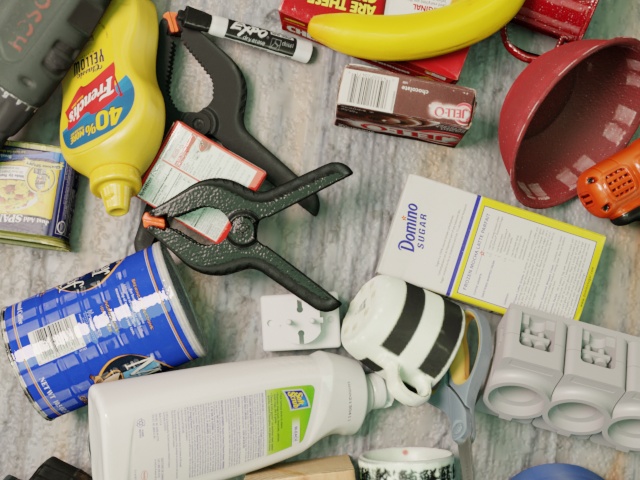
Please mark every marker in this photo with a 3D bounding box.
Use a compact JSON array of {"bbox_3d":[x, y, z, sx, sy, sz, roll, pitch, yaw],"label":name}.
[{"bbox_3d":[-0.065,-0.178,0.921,0.121,0.020,0.020,13,85,-20],"label":"marker"}]

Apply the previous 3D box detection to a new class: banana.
[{"bbox_3d":[0.091,-0.182,0.866,0.198,0.037,0.069,-22,75,-1],"label":"banana"}]

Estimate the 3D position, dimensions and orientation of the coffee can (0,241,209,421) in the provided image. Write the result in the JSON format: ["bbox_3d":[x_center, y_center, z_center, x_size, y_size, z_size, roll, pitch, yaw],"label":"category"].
[{"bbox_3d":[-0.176,0.074,0.880,0.140,0.103,0.103,-23,86,-2],"label":"coffee can"}]

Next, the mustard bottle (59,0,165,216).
[{"bbox_3d":[-0.173,-0.108,0.879,0.096,0.058,0.191,-21,63,25],"label":"mustard bottle"}]

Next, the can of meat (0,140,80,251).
[{"bbox_3d":[-0.259,-0.039,0.911,0.102,0.057,0.084,8,83,0],"label":"can of meat"}]

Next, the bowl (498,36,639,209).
[{"bbox_3d":[0.202,-0.107,0.891,0.162,0.162,0.055,-44,53,-3],"label":"bowl"}]

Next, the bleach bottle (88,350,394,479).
[{"bbox_3d":[-0.058,0.148,0.872,0.250,0.068,0.102,-6,110,-21],"label":"bleach bottle"}]

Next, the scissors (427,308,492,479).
[{"bbox_3d":[0.103,0.151,0.861,0.016,0.096,0.201,25,59,-26],"label":"scissors"}]

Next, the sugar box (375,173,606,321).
[{"bbox_3d":[0.144,0.013,0.916,0.176,0.048,0.093,19,85,5],"label":"sugar box"}]

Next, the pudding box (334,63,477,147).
[{"bbox_3d":[0.069,-0.112,0.902,0.113,0.090,0.039,13,84,1],"label":"pudding box"}]

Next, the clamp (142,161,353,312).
[{"bbox_3d":[-0.056,0.001,0.863,0.171,0.039,0.120,-4,83,3],"label":"clamp"}]

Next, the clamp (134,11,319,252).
[{"bbox_3d":[-0.112,-0.091,0.926,0.164,0.036,0.210,-22,90,-3],"label":"clamp"}]

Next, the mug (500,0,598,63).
[{"bbox_3d":[0.192,-0.208,0.913,0.081,0.093,0.117,21,89,6],"label":"mug"}]

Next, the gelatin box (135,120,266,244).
[{"bbox_3d":[-0.101,-0.048,0.894,0.089,0.030,0.073,30,93,-4],"label":"gelatin box"}]
